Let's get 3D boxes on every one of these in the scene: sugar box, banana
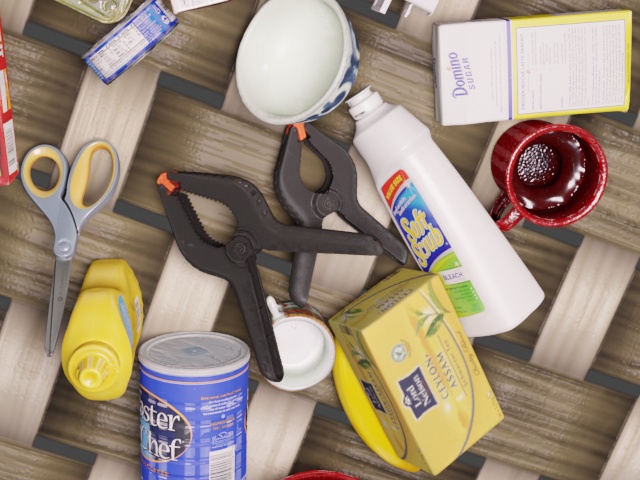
[{"bbox_3d":[0.192,-0.159,0.976,0.176,0.048,0.093,-4,105,-1],"label":"sugar box"},{"bbox_3d":[0.051,0.146,1.044,0.069,0.037,0.198,-13,105,-1],"label":"banana"}]

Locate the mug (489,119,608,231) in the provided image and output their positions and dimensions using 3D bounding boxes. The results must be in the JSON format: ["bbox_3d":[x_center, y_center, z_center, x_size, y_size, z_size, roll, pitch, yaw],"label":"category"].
[{"bbox_3d":[0.198,-0.057,0.983,0.093,0.081,0.117,35,98,-13],"label":"mug"}]

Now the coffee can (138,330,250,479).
[{"bbox_3d":[-0.118,0.167,0.999,0.102,0.103,0.140,0,105,-6],"label":"coffee can"}]

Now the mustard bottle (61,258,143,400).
[{"bbox_3d":[-0.188,0.085,0.924,0.058,0.191,0.096,-2,105,-6],"label":"mustard bottle"}]

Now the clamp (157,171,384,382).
[{"bbox_3d":[-0.056,0.001,0.959,0.165,0.036,0.210,-45,83,15],"label":"clamp"}]

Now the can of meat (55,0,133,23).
[{"bbox_3d":[-0.202,-0.228,0.898,0.102,0.084,0.057,24,102,-11],"label":"can of meat"}]

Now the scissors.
[{"bbox_3d":[-0.240,-0.005,0.940,0.096,0.016,0.201,18,70,5],"label":"scissors"}]

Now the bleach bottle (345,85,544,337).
[{"bbox_3d":[0.100,-0.029,0.982,0.068,0.103,0.251,-39,99,-25],"label":"bleach bottle"}]

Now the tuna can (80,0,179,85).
[{"bbox_3d":[-0.163,-0.173,0.916,0.086,0.086,0.033,-39,106,5],"label":"tuna can"}]

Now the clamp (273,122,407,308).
[{"bbox_3d":[-0.003,-0.025,0.987,0.120,0.039,0.171,-32,99,-18],"label":"clamp"}]
